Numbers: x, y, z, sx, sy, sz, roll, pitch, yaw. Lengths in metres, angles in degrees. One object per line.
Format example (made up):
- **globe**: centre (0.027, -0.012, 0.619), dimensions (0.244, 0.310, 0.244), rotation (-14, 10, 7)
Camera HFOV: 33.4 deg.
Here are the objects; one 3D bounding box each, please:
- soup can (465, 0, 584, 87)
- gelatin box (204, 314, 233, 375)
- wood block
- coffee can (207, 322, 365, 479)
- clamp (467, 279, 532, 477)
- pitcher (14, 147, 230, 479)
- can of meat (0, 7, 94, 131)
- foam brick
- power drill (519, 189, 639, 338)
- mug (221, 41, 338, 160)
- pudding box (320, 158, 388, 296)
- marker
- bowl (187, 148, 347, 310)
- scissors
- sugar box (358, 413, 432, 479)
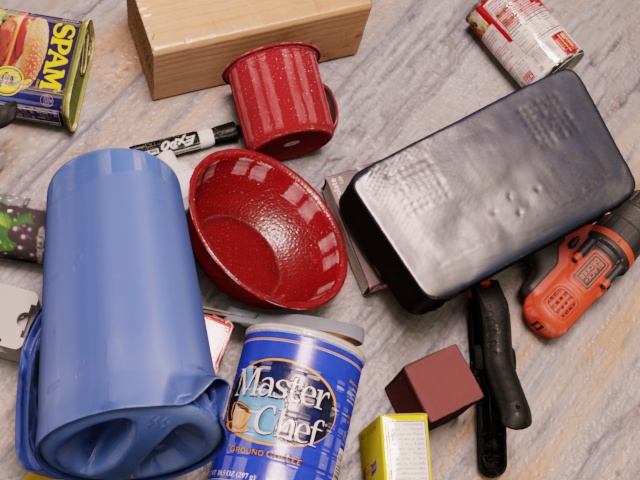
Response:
- **soup can**: centre (0.200, -0.200, 1.043), dimensions (0.068, 0.068, 0.102), rotation (-34, 79, -19)
- **gelatin box**: centre (-0.102, 0.112, 0.879), dimensions (0.030, 0.073, 0.089), rotation (22, 67, -2)
- **wood block**: centre (-0.069, -0.211, 0.993), dimensions (0.206, 0.090, 0.091), rotation (-15, 72, -14)
- **coffee can**: centre (-0.028, 0.150, 0.861), dimensions (0.103, 0.103, 0.140), rotation (15, 69, -3)
- **clamp**: centre (0.148, 0.104, 0.901), dimensions (0.039, 0.120, 0.171), rotation (0, 66, -10)
- **pitcher**: centre (-0.158, 0.057, 0.811), dimensions (0.149, 0.145, 0.243), rotation (-2, 55, -14)
- **can of meat**: centre (-0.255, -0.155, 0.961), dimensions (0.084, 0.057, 0.102), rotation (9, 68, -3)
- **foam brick**: centre (0.095, 0.129, 0.902), dimensions (0.053, 0.078, 0.051), rotation (-22, 74, -16)
- **power drill**: centre (0.208, -0.029, 0.988), dimensions (0.188, 0.057, 0.184), rotation (44, 70, 8)
- **mug**: centre (-0.027, -0.123, 0.976), dimensions (0.117, 0.093, 0.081), rotation (0, 71, -48)
- **pudding box**: centre (0.062, -0.016, 0.970), dimensions (0.090, 0.039, 0.113), rotation (-18, 74, -15)
- **marker**: centre (-0.130, -0.088, 0.976), dimensions (0.121, 0.020, 0.020), rotation (-16, 73, -14)
- **bowl**: centre (-0.056, 0.001, 0.914), dimensions (0.162, 0.055, 0.162), rotation (25, 43, -27)
- **scissors**: centre (-0.060, 0.072, 0.908), dimensions (0.202, 0.096, 0.016), rotation (7, 71, 13)
- **sugar box**: centre (0.062, 0.233, 0.850), dimensions (0.048, 0.093, 0.176), rotation (2, 69, -8)
